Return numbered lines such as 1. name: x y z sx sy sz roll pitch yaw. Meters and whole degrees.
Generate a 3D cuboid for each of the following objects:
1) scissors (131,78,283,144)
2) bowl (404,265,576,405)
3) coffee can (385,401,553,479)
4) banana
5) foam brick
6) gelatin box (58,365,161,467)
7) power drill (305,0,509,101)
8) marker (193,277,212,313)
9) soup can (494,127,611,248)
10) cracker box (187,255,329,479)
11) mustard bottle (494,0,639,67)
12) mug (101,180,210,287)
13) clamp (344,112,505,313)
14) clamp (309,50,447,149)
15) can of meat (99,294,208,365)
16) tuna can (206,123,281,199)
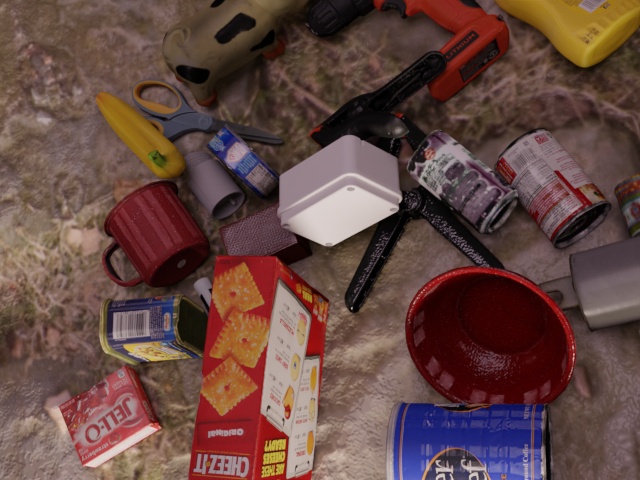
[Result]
1. scissors: -0.145 -0.119 1.208 0.202 0.016 0.096 31 86 23
2. bowl: 0.164 0.084 1.004 0.162 0.055 0.162 11 121 19
3. coffee can: 0.138 0.200 0.975 0.140 0.102 0.103 -2 73 16
4. banana: -0.190 -0.110 1.165 0.037 0.069 0.198 -39 38 -9
5. foam brick: -0.057 0.001 1.124 0.078 0.051 0.053 -23 69 9
6. gelatin box: -0.223 0.186 1.128 0.089 0.030 0.073 -31 67 6
7. power drill: 0.097 -0.240 1.149 0.184 0.057 0.188 -39 68 6
8. marker: -0.099 0.092 1.126 0.020 0.020 0.121 -34 67 4
9. soup can: 0.226 -0.052 1.046 0.068 0.068 0.102 -36 66 3
10. cracker box: -0.056 0.137 1.021 0.072 0.164 0.213 1 73 19
11. mustard bottle: 0.234 -0.263 1.111 0.096 0.058 0.192 -38 64 -19
12. mug: -0.181 0.003 1.142 0.117 0.093 0.081 -37 71 2
13. clamp: 0.104 -0.032 1.093 0.165 0.036 0.210 -4 72 16
14. clamp: 0.057 -0.136 1.099 0.172 0.039 0.120 -10 33 54
15. can of meat: -0.169 0.092 1.104 0.084 0.102 0.057 -6 72 13
16. tuna can: -0.081 -0.083 1.140 0.034 0.086 0.086 -46 67 1
